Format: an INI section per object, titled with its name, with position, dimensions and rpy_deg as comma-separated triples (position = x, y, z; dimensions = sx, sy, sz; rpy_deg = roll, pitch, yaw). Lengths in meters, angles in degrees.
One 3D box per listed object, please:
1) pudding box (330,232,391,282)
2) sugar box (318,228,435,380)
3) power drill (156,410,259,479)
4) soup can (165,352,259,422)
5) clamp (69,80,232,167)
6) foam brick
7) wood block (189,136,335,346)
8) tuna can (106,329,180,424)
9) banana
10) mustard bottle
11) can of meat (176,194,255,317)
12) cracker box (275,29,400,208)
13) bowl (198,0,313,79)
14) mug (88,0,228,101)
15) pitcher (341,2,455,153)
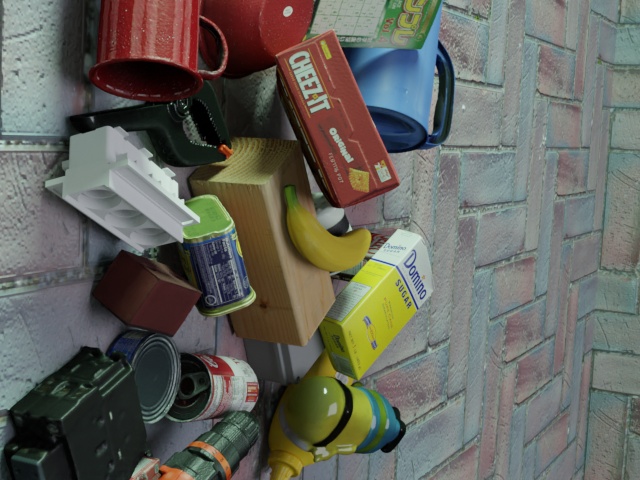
[pudding box]
position = 0.067, 0.023, 1.394
dimensions = 0.113, 0.090, 0.039
rpy_deg = -33, 127, -56
[sugar box]
position = 0.071, 0.075, 1.289
dimensions = 0.176, 0.048, 0.093
rpy_deg = -44, 135, -31
[power drill]
position = -0.119, 0.276, 1.040
dimensions = 0.184, 0.057, 0.188
rpy_deg = -41, 141, -46
[soup can]
position = -0.114, 0.149, 1.078
dimensions = 0.102, 0.069, 0.068
rpy_deg = 19, 78, -64
[clamp]
position = -0.142, -0.140, 0.995
dimensions = 0.209, 0.036, 0.164
rpy_deg = 35, 65, -57
[foam brick]
position = -0.157, 0.048, 0.968
dimensions = 0.051, 0.053, 0.078
rpy_deg = -56, 153, 3
[wood block]
position = -0.058, 0.002, 1.135
dimensions = 0.090, 0.091, 0.206
rpy_deg = -55, 142, -46
[tuna can]
position = -0.168, 0.127, 1.000
dimensions = 0.086, 0.034, 0.086
rpy_deg = -22, 114, -61
[banana]
position = 0.012, -0.001, 1.129
dimensions = 0.197, 0.037, 0.069
rpy_deg = 30, 68, -62
[mustard bottle]
position = -0.017, 0.213, 1.299
dimensions = 0.191, 0.058, 0.096
rpy_deg = -64, 146, -35
[can of meat]
position = -0.108, 0.013, 1.032
dimensions = 0.057, 0.102, 0.084
rpy_deg = -19, 117, -13
[cracker box]
position = 0.011, -0.117, 1.114
dimensions = 0.214, 0.072, 0.164
rpy_deg = -122, -172, -88
[bowl]
position = -0.055, -0.237, 1.089
dimensions = 0.161, 0.055, 0.162
rpy_deg = -38, 139, -43
[mug]
position = -0.131, -0.167, 0.886
dimensions = 0.117, 0.093, 0.081
rpy_deg = 7, 75, -25
[pitcher]
position = 0.097, -0.238, 1.354
dimensions = 0.149, 0.145, 0.243
rpy_deg = 55, 43, -64
